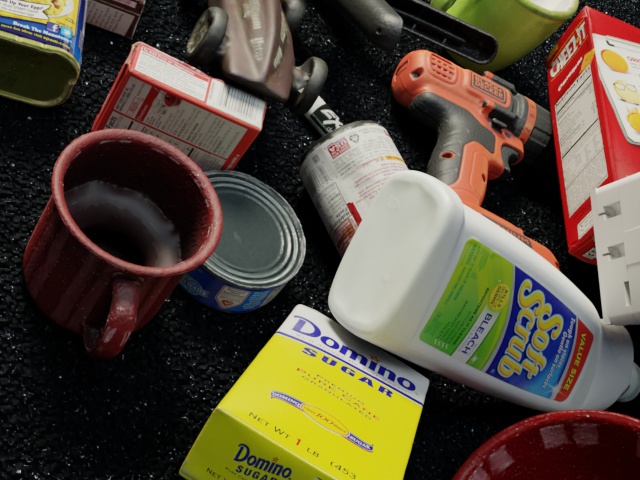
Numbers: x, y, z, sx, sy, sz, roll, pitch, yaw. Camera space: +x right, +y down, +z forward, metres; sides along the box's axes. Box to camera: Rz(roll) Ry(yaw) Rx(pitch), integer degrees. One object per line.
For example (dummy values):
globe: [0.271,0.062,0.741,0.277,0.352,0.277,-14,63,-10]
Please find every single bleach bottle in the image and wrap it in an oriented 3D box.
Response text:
bleach bottle: [0.125,0.049,0.669,0.250,0.102,0.068,25,6,-36]

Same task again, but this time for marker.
marker: [0.010,-0.079,0.767,0.121,0.020,0.020,49,45,9]

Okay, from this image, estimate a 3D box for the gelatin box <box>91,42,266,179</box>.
gelatin box: [-0.088,-0.073,0.657,0.089,0.073,0.030,23,48,-17]

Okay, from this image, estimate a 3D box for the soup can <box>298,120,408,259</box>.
soup can: [0.035,-0.019,0.703,0.068,0.069,0.102,-8,61,-38]

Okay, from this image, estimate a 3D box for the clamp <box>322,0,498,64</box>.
clamp: [0.020,-0.188,0.797,0.210,0.036,0.164,34,21,20]

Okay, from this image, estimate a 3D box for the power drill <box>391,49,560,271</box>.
power drill: [0.134,-0.044,0.799,0.184,0.057,0.187,23,45,-18]

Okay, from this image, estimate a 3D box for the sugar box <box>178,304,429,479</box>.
sugar box: [0.001,0.092,0.548,0.093,0.048,0.176,31,18,3]

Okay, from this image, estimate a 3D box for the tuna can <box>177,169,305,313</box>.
tuna can: [-0.054,0.001,0.650,0.086,0.034,0.086,18,48,-22]

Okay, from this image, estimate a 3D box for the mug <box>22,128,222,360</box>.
mug: [-0.110,0.010,0.571,0.093,0.082,0.117,13,50,-26]

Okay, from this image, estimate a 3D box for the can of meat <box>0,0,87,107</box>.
can of meat: [-0.193,-0.137,0.650,0.102,0.058,0.084,14,52,-24]
